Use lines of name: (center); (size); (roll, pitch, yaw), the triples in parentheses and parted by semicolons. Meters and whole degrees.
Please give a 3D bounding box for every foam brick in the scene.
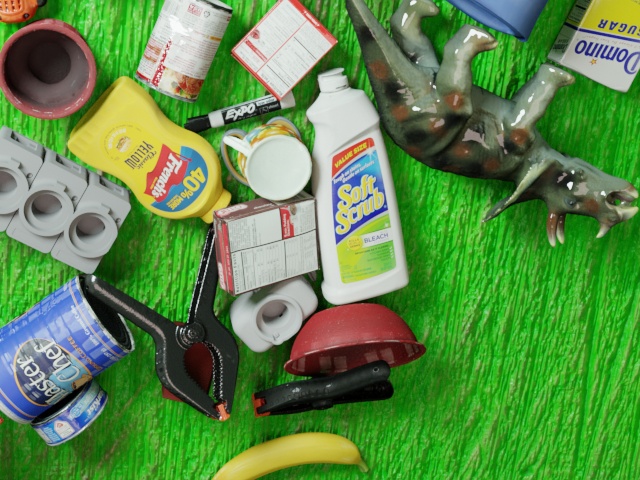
foam brick: (-0.148, 0.139, 1.210); (0.051, 0.053, 0.078); (11, 106, -15)

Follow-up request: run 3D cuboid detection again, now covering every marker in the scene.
marker: (-0.087, -0.136, 1.139); (0.121, 0.020, 0.020); (-17, 112, -5)

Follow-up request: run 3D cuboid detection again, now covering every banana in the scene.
banana: (-0.035, 0.266, 1.287); (0.197, 0.037, 0.070); (-4, 110, -10)

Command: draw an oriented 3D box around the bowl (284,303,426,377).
bowl: (0.036, 0.110, 1.206); (0.162, 0.162, 0.055); (-4, 70, -10)

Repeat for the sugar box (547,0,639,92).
sugar box: (0.331, -0.258, 1.163); (0.093, 0.048, 0.176); (20, 104, -17)

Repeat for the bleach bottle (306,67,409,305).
bleach bottle: (0.028, -0.061, 1.168); (0.102, 0.068, 0.251); (-15, 110, -6)

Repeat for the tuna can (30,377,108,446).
tuna can: (-0.280, 0.185, 1.183); (0.086, 0.086, 0.033); (-34, 111, 2)

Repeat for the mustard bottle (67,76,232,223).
mustard bottle: (-0.163, -0.078, 1.124); (0.191, 0.058, 0.096); (39, 106, -22)

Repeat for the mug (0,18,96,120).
mug: (-0.280, -0.171, 1.054); (0.117, 0.081, 0.093); (-13, 112, -6)

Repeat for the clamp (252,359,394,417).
clamp: (0.007, 0.172, 1.231); (0.171, 0.039, 0.120); (-10, 153, -7)

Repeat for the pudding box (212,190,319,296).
pudding box: (-0.058, 0.001, 1.150); (0.113, 0.039, 0.090); (-15, 117, -26)

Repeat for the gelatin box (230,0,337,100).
gelatin box: (-0.038, -0.201, 1.111); (0.073, 0.030, 0.089); (44, 95, -8)

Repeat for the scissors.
scissors: (-0.030, -0.053, 1.182); (0.096, 0.016, 0.201); (-38, 112, 4)

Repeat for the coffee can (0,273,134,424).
coffee can: (-0.286, 0.116, 1.147); (0.140, 0.103, 0.102); (-34, 113, 2)

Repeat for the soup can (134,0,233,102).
soup can: (-0.138, -0.200, 1.079); (0.068, 0.068, 0.102); (21, 104, -18)

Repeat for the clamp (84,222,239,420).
clamp: (-0.154, 0.099, 1.147); (0.164, 0.036, 0.210); (-16, 92, -25)
